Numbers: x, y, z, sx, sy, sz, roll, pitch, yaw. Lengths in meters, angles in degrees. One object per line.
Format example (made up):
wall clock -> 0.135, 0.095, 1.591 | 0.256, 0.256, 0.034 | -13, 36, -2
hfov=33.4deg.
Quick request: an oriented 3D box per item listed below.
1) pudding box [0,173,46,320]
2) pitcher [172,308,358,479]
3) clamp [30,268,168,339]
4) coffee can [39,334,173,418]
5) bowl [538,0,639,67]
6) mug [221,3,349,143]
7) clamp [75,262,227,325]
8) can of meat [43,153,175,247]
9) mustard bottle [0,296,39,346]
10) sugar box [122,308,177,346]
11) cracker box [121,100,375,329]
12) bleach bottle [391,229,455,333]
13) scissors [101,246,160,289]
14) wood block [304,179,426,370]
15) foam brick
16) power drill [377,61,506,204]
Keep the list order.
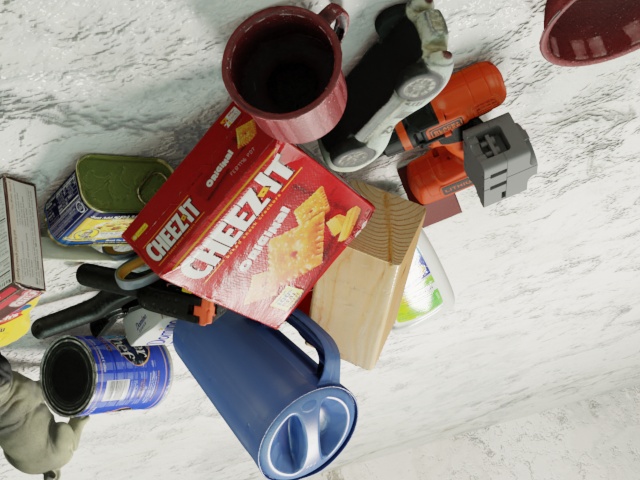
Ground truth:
pudding box -> -0.286, 0.012, 0.934 | 0.090, 0.113, 0.039 | -29, 151, 28
pitcher -> -0.070, 0.152, 1.249 | 0.149, 0.243, 0.145 | -37, 136, -13
clamp -> -0.252, 0.076, 1.243 | 0.172, 0.039, 0.120 | -33, 167, 31
coffee can -> -0.273, 0.171, 1.372 | 0.103, 0.103, 0.140 | -30, 161, 29
bowl -> 0.251, -0.213, 0.898 | 0.162, 0.055, 0.162 | -16, 160, -6
mug -> -0.017, -0.135, 0.843 | 0.117, 0.093, 0.081 | -55, 165, -5
clamp -> -0.145, 0.053, 1.119 | 0.164, 0.036, 0.210 | 2, -173, -33
can of meat -> -0.193, -0.034, 0.981 | 0.101, 0.057, 0.084 | 0, 156, -39
mustard bottle -> -0.335, 0.059, 1.080 | 0.096, 0.058, 0.192 | -4, 160, -23
sugar box -> -0.156, 0.099, 1.383 | 0.175, 0.048, 0.094 | -2, 155, -40
cracker box -> -0.057, -0.016, 1.000 | 0.164, 0.072, 0.213 | -50, 149, 5
bleach bottle -> 0.084, 0.019, 1.292 | 0.102, 0.068, 0.250 | -25, 142, 8
scissors -> -0.142, -0.016, 1.111 | 0.201, 0.096, 0.016 | -39, 138, -31
wood block -> 0.047, 0.043, 1.192 | 0.090, 0.090, 0.206 | 21, 142, 9
foam brick -> 0.124, -0.055, 1.210 | 0.051, 0.053, 0.078 | -21, 160, 8
power drill -> 0.107, -0.096, 1.077 | 0.184, 0.057, 0.187 | -22, 160, 10
